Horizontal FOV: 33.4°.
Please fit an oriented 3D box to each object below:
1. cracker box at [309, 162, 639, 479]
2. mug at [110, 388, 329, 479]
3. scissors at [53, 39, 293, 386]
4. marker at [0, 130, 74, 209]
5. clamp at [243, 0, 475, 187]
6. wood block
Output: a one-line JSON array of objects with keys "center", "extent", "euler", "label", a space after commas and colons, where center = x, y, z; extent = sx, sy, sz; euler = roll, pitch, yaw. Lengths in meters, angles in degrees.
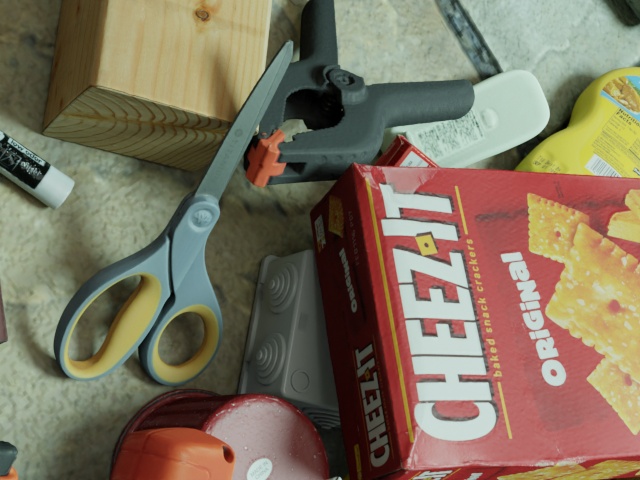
[{"center": [0.114, 0.046, 0.575], "extent": [0.213, 0.072, 0.164], "euler": [1, 64, -22], "label": "cracker box"}, {"center": [-0.040, 0.127, 0.549], "extent": [0.117, 0.082, 0.093], "euler": [35, 64, -22], "label": "mug"}, {"center": [-0.054, 0.001, 0.544], "extent": [0.202, 0.016, 0.096], "euler": [-47, 129, 6], "label": "scissors"}, {"center": [-0.178, -0.057, 0.535], "extent": [0.121, 0.020, 0.020], "euler": [37, 63, -21], "label": "marker"}, {"center": [0.003, -0.087, 0.608], "extent": [0.120, 0.039, 0.171], "euler": [35, 40, 20], "label": "clamp"}, {"center": [-0.080, -0.154, 0.572], "extent": [0.090, 0.090, 0.206], "euler": [13, 74, -27], "label": "wood block"}]
